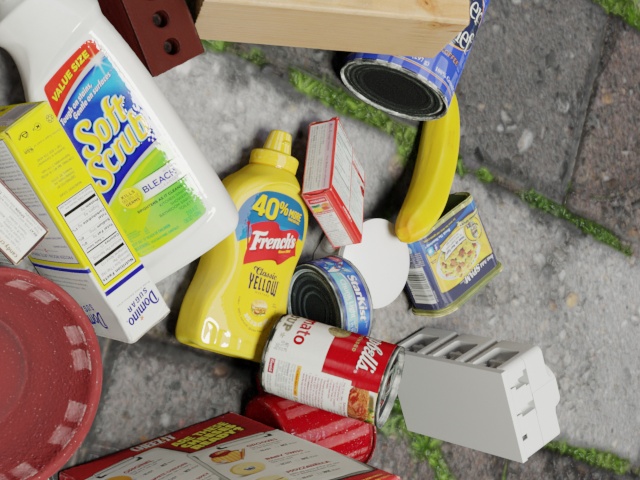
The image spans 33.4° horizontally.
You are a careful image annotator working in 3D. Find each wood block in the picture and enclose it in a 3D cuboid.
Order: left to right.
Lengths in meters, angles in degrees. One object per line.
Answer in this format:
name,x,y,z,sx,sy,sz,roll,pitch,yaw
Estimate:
wood block,0.005,-0.207,0.842,0.206,0.091,0.090,2,80,-13

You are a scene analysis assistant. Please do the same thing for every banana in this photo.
banana,0.101,-0.070,0.998,0.069,0.037,0.197,49,46,-46

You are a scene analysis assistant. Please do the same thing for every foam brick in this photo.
foam brick,-0.134,-0.167,0.816,0.052,0.051,0.078,-34,113,-32

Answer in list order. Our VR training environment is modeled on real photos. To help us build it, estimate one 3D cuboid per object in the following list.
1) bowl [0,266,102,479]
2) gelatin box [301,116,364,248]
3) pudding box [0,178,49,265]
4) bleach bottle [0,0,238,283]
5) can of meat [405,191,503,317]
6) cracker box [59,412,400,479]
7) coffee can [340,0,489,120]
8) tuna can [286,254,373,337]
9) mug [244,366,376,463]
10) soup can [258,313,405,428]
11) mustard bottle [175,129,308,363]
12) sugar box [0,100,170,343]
bowl,-0.237,0.097,0.747,0.161,0.055,0.162,-3,94,-39
gelatin box,0.012,-0.050,0.921,0.073,0.030,0.089,59,27,-45
pudding box,-0.244,-0.035,0.711,0.113,0.090,0.039,50,64,-29
bleach bottle,-0.164,-0.090,0.771,0.102,0.068,0.250,-32,115,3
can of meat,0.118,0.012,1.027,0.101,0.058,0.084,-36,112,-32
cracker box,-0.068,0.201,0.787,0.163,0.214,0.072,-13,102,-37
coffee can,0.090,-0.194,0.962,0.102,0.103,0.140,32,73,-35
tuna can,0.006,0.057,0.920,0.033,0.086,0.086,-13,101,-36
mug,-0.017,0.150,0.914,0.081,0.093,0.117,-14,75,-33
soup can,0.010,0.104,0.858,0.068,0.102,0.068,15,90,-74
mustard bottle,-0.055,0.001,0.885,0.096,0.058,0.191,21,79,-44
sugar box,-0.183,-0.012,0.760,0.048,0.094,0.176,-43,118,-29
